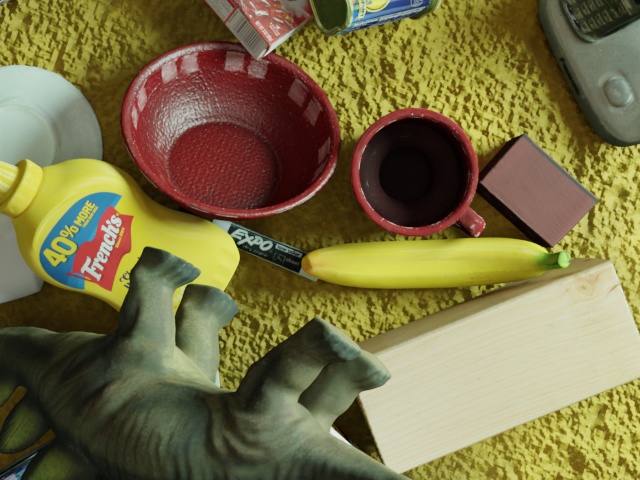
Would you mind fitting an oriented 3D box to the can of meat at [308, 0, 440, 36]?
[{"bbox_3d":[0.032,-0.210,0.801,0.083,0.058,0.102,-19,92,-26],"label":"can of meat"}]

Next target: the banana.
[{"bbox_3d":[0.086,0.015,0.816,0.198,0.069,0.037,-3,75,6],"label":"banana"}]

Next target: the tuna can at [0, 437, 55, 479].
[{"bbox_3d":[-0.221,0.182,0.796,0.086,0.086,0.034,-31,91,-2],"label":"tuna can"}]

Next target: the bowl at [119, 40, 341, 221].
[{"bbox_3d":[-0.069,-0.071,0.794,0.162,0.055,0.162,6,57,-9],"label":"bowl"}]

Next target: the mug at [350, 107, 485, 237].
[{"bbox_3d":[0.075,-0.042,0.807,0.117,0.081,0.093,36,89,-2],"label":"mug"}]

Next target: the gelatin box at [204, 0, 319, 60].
[{"bbox_3d":[-0.049,-0.193,0.810,0.089,0.030,0.073,49,58,-3],"label":"gelatin box"}]

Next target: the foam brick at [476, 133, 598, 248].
[{"bbox_3d":[0.163,-0.037,0.826,0.078,0.053,0.051,41,89,-1],"label":"foam brick"}]

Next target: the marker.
[{"bbox_3d":[-0.055,0.001,0.833,0.121,0.020,0.020,22,90,-3],"label":"marker"}]

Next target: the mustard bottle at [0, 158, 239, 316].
[{"bbox_3d":[-0.158,-0.004,0.768,0.191,0.058,0.096,33,105,-31],"label":"mustard bottle"}]

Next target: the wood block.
[{"bbox_3d":[0.127,0.091,0.808,0.206,0.090,0.091,-22,92,-3],"label":"wood block"}]
